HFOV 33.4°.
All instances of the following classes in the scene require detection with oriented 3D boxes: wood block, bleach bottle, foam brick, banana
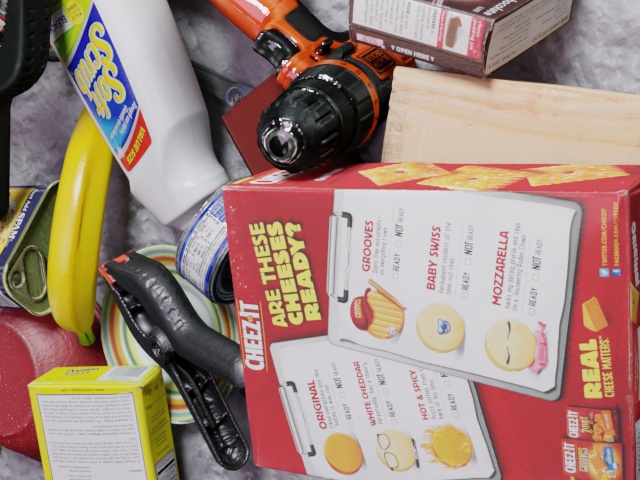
[{"bbox_3d":[0.145,-0.038,0.586,0.206,0.090,0.090,13,101,29],"label":"wood block"},{"bbox_3d":[-0.123,-0.109,0.735,0.103,0.067,0.251,-20,99,48],"label":"bleach bottle"},{"bbox_3d":[-0.017,-0.061,0.684,0.051,0.052,0.078,-35,78,29],"label":"foam brick"},{"bbox_3d":[-0.174,-0.019,0.781,0.037,0.070,0.198,7,90,-6],"label":"banana"}]

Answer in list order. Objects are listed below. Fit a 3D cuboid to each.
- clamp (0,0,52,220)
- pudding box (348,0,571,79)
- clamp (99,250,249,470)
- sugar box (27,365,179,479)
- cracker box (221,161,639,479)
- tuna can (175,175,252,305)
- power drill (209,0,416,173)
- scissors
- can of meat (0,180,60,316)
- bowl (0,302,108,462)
[{"bbox_3d":[-0.243,-0.133,0.747,0.165,0.036,0.210,50,132,16],"label":"clamp"},{"bbox_3d":[0.081,-0.135,0.604,0.090,0.113,0.039,21,129,28],"label":"pudding box"},{"bbox_3d":[-0.092,0.065,0.721,0.171,0.039,0.120,50,141,17],"label":"clamp"},{"bbox_3d":[-0.152,0.182,0.786,0.093,0.048,0.176,-3,104,19],"label":"sugar box"},{"bbox_3d":[0.063,0.044,0.553,0.214,0.072,0.164,2,105,30],"label":"cracker box"},{"bbox_3d":[-0.055,0.001,0.712,0.034,0.086,0.086,38,112,21],"label":"tuna can"},{"bbox_3d":[-0.041,-0.120,0.616,0.187,0.184,0.057,40,118,4],"label":"power drill"},{"bbox_3d":[-0.052,-0.079,0.745,0.202,0.016,0.096,13,100,30],"label":"scissors"},{"bbox_3d":[-0.233,0.005,0.818,0.084,0.057,0.102,1,57,34],"label":"can of meat"},{"bbox_3d":[-0.237,0.105,0.848,0.162,0.055,0.162,2,94,31],"label":"bowl"}]
